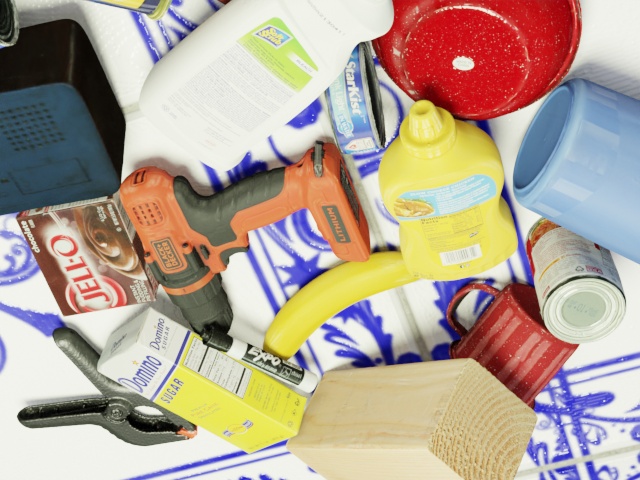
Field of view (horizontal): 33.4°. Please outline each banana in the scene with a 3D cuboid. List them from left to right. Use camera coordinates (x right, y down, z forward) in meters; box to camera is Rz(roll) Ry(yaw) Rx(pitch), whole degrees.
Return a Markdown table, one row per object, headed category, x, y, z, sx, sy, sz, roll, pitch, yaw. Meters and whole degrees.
| category | x | y | z | sx | sy | sz | roll | pitch | yaw |
| --- | --- | --- | --- | --- | --- | --- | --- | --- | --- |
| banana | 0.017 | 0.056 | 0.951 | 0.198 | 0.037 | 0.069 | -27 | 118 | 19 |

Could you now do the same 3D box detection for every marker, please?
| category | x | y | z | sx | sy | sz | roll | pitch | yaw |
| --- | --- | --- | --- | --- | --- | --- | --- | --- | --- |
| marker | -0.055 | 0.106 | 0.956 | 0.121 | 0.020 | 0.020 | 28 | 120 | -26 |

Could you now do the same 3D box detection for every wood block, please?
| category | x | y | z | sx | sy | sz | roll | pitch | yaw |
| --- | --- | --- | --- | --- | --- | --- | --- | --- | --- |
| wood block | 0.074 | 0.168 | 0.929 | 0.090 | 0.090 | 0.207 | 41 | 152 | -21 |

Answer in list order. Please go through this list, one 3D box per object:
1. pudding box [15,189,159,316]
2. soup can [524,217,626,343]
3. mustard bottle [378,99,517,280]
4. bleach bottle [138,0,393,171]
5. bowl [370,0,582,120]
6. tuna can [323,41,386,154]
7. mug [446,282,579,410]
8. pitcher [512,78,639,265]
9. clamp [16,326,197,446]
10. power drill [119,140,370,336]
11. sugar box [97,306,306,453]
| category | x | y | z | sx | sy | sz | roll | pitch | yaw |
| --- | --- | --- | --- | --- | --- | --- | --- | --- | --- |
| pudding box | -0.200 | 0.009 | 0.930 | 0.090 | 0.039 | 0.113 | -11 | 121 | 10 |
| soup can | 0.211 | 0.029 | 0.886 | 0.068 | 0.102 | 0.068 | 1 | 123 | 1 |
| mustard bottle | 0.096 | -0.041 | 0.833 | 0.096 | 0.058 | 0.191 | -13 | 145 | 9 |
| bleach bottle | -0.026 | -0.131 | 0.749 | 0.102 | 0.068 | 0.251 | 35 | 146 | -25 |
| bowl | 0.110 | -0.145 | 0.788 | 0.162 | 0.055 | 0.162 | 8 | 131 | 10 |
| tuna can | 0.026 | -0.109 | 0.816 | 0.034 | 0.086 | 0.086 | -9 | 122 | 10 |
| mug | 0.165 | 0.084 | 0.940 | 0.117 | 0.093 | 0.082 | 41 | 115 | 15 |
| pitcher | 0.283 | -0.043 | 0.831 | 0.242 | 0.149 | 0.145 | 23 | 146 | -8 |
| clamp | -0.204 | 0.161 | 1.028 | 0.171 | 0.039 | 0.120 | 31 | 120 | -16 |
| power drill | -0.056 | 0.001 | 0.907 | 0.188 | 0.057 | 0.184 | -15 | 129 | 10 |
| sugar box | -0.109 | 0.132 | 0.980 | 0.176 | 0.048 | 0.094 | 30 | 144 | -20 |
